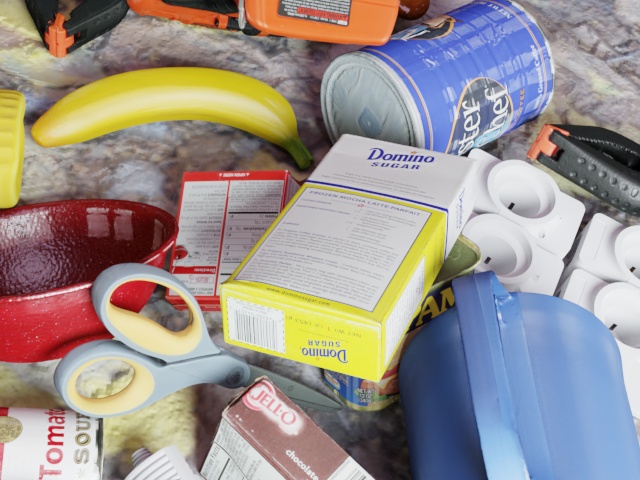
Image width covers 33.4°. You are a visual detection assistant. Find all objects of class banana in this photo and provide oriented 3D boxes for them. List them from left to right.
[{"bbox_3d":[-0.100,-0.092,0.750,0.197,0.037,0.069,3,56,-15],"label":"banana"}]

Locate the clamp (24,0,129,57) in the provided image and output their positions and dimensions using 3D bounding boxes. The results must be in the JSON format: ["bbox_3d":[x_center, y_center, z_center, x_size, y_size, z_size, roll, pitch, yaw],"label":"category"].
[{"bbox_3d":[-0.184,-0.210,0.805,0.120,0.039,0.171,15,51,8],"label":"clamp"}]

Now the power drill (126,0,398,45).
[{"bbox_3d":[-0.025,-0.167,0.744,0.184,0.188,0.057,0,100,-29],"label":"power drill"}]

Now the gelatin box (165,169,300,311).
[{"bbox_3d":[-0.054,0.001,0.674,0.073,0.030,0.089,0,72,19],"label":"gelatin box"}]

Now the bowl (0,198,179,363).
[{"bbox_3d":[-0.159,0.026,0.615,0.162,0.055,0.162,-5,21,2],"label":"bowl"}]

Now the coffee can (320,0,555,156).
[{"bbox_3d":[0.085,-0.108,0.774,0.140,0.103,0.103,-28,68,-30],"label":"coffee can"}]

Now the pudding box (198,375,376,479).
[{"bbox_3d":[-0.012,0.139,0.589,0.113,0.090,0.039,44,58,13],"label":"pudding box"}]

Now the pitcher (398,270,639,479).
[{"bbox_3d":[0.107,0.140,0.543,0.149,0.145,0.242,24,33,-15],"label":"pitcher"}]

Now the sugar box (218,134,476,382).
[{"bbox_3d":[0.022,0.003,0.615,0.093,0.048,0.176,13,35,20],"label":"sugar box"}]

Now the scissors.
[{"bbox_3d":[-0.069,0.084,0.601,0.096,0.201,0.016,-45,43,-3],"label":"scissors"}]

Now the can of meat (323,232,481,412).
[{"bbox_3d":[0.048,0.047,0.663,0.101,0.084,0.058,-23,41,-28],"label":"can of meat"}]

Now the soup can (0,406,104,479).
[{"bbox_3d":[-0.170,0.122,0.568,0.102,0.069,0.068,5,56,-14],"label":"soup can"}]
